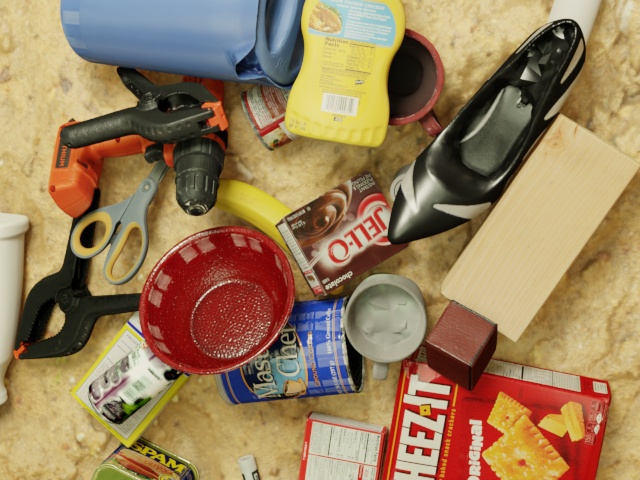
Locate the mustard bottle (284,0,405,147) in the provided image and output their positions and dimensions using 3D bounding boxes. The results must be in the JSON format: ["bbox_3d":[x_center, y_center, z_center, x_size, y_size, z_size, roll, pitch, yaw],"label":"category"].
[{"bbox_3d":[0.028,-0.187,0.987,0.096,0.058,0.192,10,101,0],"label":"mustard bottle"}]

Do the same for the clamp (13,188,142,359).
[{"bbox_3d":[-0.273,0.053,1.178,0.210,0.036,0.164,-38,70,22],"label":"clamp"}]

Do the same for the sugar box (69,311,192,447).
[{"bbox_3d":[-0.188,0.132,1.180,0.093,0.048,0.176,42,101,3],"label":"sugar box"}]

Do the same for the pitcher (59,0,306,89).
[{"bbox_3d":[-0.125,-0.229,1.052,0.243,0.149,0.145,8,97,25],"label":"pitcher"}]

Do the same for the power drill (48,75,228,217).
[{"bbox_3d":[-0.183,-0.083,1.091,0.188,0.184,0.057,-14,139,16],"label":"power drill"}]

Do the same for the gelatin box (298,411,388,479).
[{"bbox_3d":[0.025,0.232,1.162,0.089,0.030,0.073,9,100,9],"label":"gelatin box"}]

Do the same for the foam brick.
[{"bbox_3d":[0.138,0.103,1.041,0.051,0.078,0.053,28,71,19],"label":"foam brick"}]

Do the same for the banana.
[{"bbox_3d":[-0.054,-0.014,1.118,0.197,0.069,0.037,30,143,-6],"label":"banana"}]

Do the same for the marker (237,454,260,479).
[{"bbox_3d":[-0.068,0.301,1.198,0.020,0.020,0.121,-13,97,13],"label":"marker"}]

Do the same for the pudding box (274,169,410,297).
[{"bbox_3d":[0.023,-0.007,1.089,0.113,0.039,0.090,-30,91,-19],"label":"pudding box"}]

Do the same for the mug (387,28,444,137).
[{"bbox_3d":[0.086,-0.153,1.056,0.093,0.081,0.117,-37,91,15],"label":"mug"}]

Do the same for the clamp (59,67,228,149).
[{"bbox_3d":[-0.172,-0.122,1.046,0.172,0.120,0.039,14,147,37],"label":"clamp"}]

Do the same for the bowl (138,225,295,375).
[{"bbox_3d":[-0.097,0.068,1.066,0.162,0.055,0.162,-7,60,12],"label":"bowl"}]

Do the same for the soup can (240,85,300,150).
[{"bbox_3d":[-0.021,-0.144,1.086,0.102,0.068,0.068,-26,94,14],"label":"soup can"}]

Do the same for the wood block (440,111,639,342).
[{"bbox_3d":[0.213,-0.016,1.051,0.091,0.090,0.206,33,104,4],"label":"wood block"}]

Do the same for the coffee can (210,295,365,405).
[{"bbox_3d":[-0.032,0.115,1.115,0.140,0.102,0.103,-7,98,12],"label":"coffee can"}]

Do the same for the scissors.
[{"bbox_3d":[-0.203,-0.052,1.136,0.096,0.016,0.201,12,78,16],"label":"scissors"}]

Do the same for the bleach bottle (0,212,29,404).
[{"bbox_3d":[-0.381,0.095,1.203,0.103,0.068,0.251,5,103,13],"label":"bleach bottle"}]

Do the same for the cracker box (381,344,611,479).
[{"bbox_3d":[0.179,0.210,1.106,0.214,0.072,0.164,10,101,10],"label":"cracker box"}]

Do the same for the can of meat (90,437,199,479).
[{"bbox_3d":[-0.197,0.270,1.185,0.102,0.084,0.057,25,104,6],"label":"can of meat"}]
